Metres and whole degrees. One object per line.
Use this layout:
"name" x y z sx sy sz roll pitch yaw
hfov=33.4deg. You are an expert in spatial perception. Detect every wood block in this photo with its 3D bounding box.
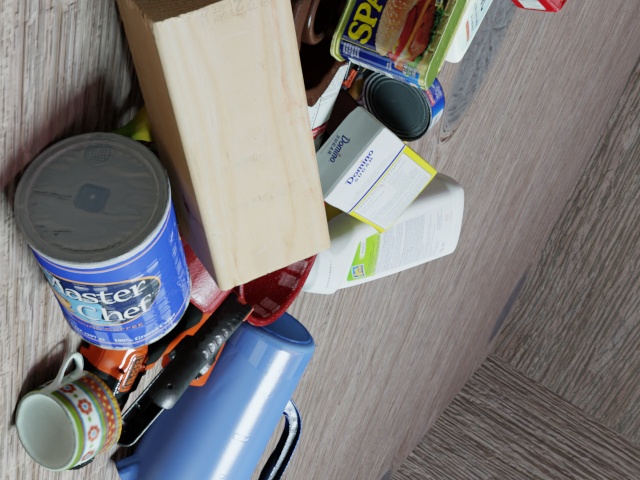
"wood block" -0.063 -0.082 0.721 0.090 0.091 0.206 -22 129 -16

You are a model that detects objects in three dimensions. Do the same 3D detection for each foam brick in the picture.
"foam brick" 0.015 -0.106 1.096 0.051 0.053 0.078 -30 153 -22

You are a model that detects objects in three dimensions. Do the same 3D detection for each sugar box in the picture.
"sugar box" 0.052 -0.069 1.088 0.093 0.048 0.176 -50 154 6

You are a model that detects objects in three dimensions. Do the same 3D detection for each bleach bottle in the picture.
"bleach bottle" 0.054 -0.004 1.213 0.250 0.068 0.102 -17 122 -38

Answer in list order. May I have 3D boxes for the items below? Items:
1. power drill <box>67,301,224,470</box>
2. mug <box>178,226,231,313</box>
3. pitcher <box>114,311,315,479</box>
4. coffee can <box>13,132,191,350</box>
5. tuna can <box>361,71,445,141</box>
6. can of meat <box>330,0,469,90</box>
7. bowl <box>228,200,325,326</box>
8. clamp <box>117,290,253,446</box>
"power drill" -0.163 0.119 1.006 0.184 0.057 0.187 -63 162 17
"mug" -0.103 0.011 0.943 0.081 0.093 0.117 -51 173 -6
"pitcher" -0.098 0.189 1.158 0.243 0.145 0.149 -60 164 13
"coffee can" -0.150 0.004 0.761 0.102 0.103 0.140 -50 162 -23
"tuna can" 0.088 -0.149 1.128 0.033 0.086 0.086 -45 159 -37
"can of meat" 0.067 -0.182 0.873 0.102 0.084 0.057 -67 167 3
"bowl" -0.057 0.001 1.067 0.161 0.055 0.162 -47 147 -43
"clamp" -0.112 0.103 0.931 0.171 0.039 0.120 -52 -170 -30
